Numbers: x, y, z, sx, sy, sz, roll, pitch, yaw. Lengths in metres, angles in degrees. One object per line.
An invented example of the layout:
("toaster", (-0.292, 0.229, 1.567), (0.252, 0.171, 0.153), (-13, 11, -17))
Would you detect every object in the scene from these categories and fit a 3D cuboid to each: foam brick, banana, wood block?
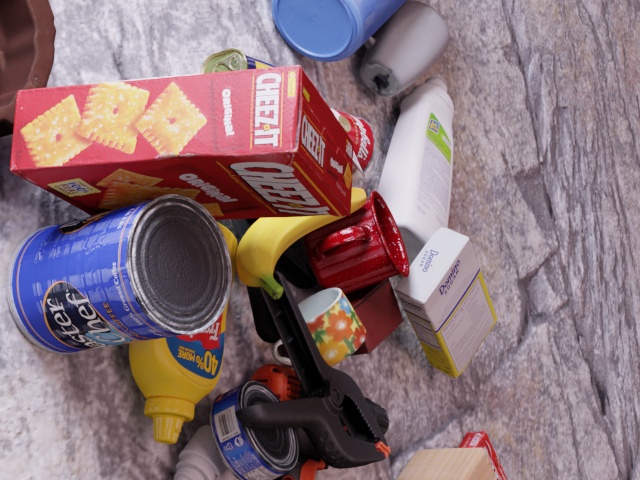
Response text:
("foam brick", (0.040, 0.080, 1.109), (0.078, 0.053, 0.051), (-36, 109, -49))
("banana", (-0.025, -0.005, 0.972), (0.197, 0.070, 0.037), (-49, 160, -50))
("wood block", (0.107, 0.311, 1.102), (0.205, 0.090, 0.091), (-41, 114, -49))

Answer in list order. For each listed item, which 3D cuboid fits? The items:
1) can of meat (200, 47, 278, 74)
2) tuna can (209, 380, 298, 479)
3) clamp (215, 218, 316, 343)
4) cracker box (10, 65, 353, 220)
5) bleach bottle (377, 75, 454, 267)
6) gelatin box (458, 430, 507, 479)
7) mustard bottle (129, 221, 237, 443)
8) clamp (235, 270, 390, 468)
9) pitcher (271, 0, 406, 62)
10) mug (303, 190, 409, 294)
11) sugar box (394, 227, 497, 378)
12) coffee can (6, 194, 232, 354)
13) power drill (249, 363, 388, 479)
("can of meat", (-0.065, -0.124, 1.025), (0.083, 0.058, 0.102), (8, 74, -53))
("tuna can", (-0.056, 0.164, 0.912), (0.086, 0.034, 0.086), (48, 24, -30))
("clamp", (-0.057, 0.001, 1.018), (0.171, 0.039, 0.120), (69, 22, -9))
("cracker box", (-0.096, -0.062, 0.802), (0.164, 0.214, 0.072), (42, 48, -70))
("bleach bottle", (0.120, -0.089, 1.250), (0.102, 0.068, 0.250), (48, 44, -38))
("gelatin box", (0.187, 0.282, 1.261), (0.073, 0.030, 0.089), (-44, 115, -48))
("mustard bottle", (-0.118, 0.075, 0.901), (0.096, 0.058, 0.191), (36, 54, -53))
("clamp", (-0.003, 0.133, 0.962), (0.209, 0.036, 0.164), (44, 36, -39))
("pitcher", (0.038, -0.305, 1.162), (0.242, 0.149, 0.145), (-54, 137, -40))
("mug", (0.031, 0.006, 1.067), (0.093, 0.081, 0.117), (71, 15, 10))
("sugar box", (0.142, 0.071, 1.182), (0.093, 0.048, 0.176), (-53, 143, -19))
("coffee can", (-0.152, 0.028, 0.802), (0.102, 0.141, 0.103), (17, 67, -49))
("power drill", (-0.002, 0.223, 1.014), (0.184, 0.057, 0.187), (26, 58, -42))
